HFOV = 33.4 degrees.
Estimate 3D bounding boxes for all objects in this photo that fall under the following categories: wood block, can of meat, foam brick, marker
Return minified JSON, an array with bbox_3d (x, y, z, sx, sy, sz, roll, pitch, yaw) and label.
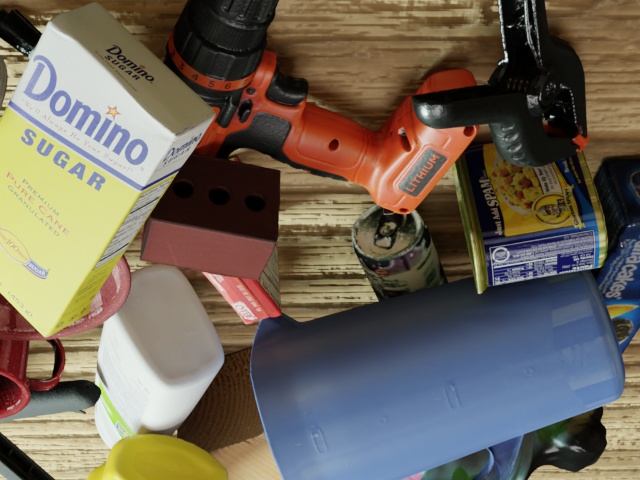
[{"bbox_3d":[-0.037,0.189,0.987,0.091,0.090,0.206,-21,140,21],"label":"wood block"},{"bbox_3d":[0.135,-0.022,0.701,0.084,0.102,0.057,-10,143,5],"label":"can of meat"},{"bbox_3d":[-0.066,-0.015,0.648,0.078,0.053,0.051,10,147,-13],"label":"foam brick"},{"bbox_3d":[-0.136,-0.089,0.610,0.121,0.020,0.020,39,132,-7],"label":"marker"}]

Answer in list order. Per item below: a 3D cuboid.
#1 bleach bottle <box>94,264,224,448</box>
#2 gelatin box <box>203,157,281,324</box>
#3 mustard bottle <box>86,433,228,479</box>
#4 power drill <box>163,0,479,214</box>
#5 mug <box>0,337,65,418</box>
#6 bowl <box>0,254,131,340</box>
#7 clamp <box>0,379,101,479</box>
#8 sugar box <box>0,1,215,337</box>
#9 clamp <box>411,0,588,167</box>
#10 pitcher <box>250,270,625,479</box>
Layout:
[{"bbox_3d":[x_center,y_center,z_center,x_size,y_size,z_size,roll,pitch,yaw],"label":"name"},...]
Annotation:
[{"bbox_3d":[-0.151,0.117,0.888,0.068,0.102,0.251,-24,164,-29],"label":"bleach bottle"},{"bbox_3d":[-0.055,0.001,0.725,0.030,0.089,0.073,-15,143,15],"label":"gelatin box"},{"bbox_3d":[-0.152,0.220,0.913,0.096,0.058,0.192,19,149,-16],"label":"mustard bottle"},{"bbox_3d":[-0.003,-0.088,0.637,0.187,0.057,0.185,14,145,-18],"label":"power drill"},{"bbox_3d":[-0.257,0.085,0.830,0.117,0.081,0.093,10,142,-18],"label":"mug"},{"bbox_3d":[-0.211,0.005,0.743,0.162,0.055,0.162,-2,142,-2],"label":"bowl"},{"bbox_3d":[-0.298,0.157,0.907,0.210,0.036,0.165,14,128,-5],"label":"clamp"},{"bbox_3d":[-0.140,-0.035,0.596,0.093,0.048,0.176,43,128,6],"label":"sugar box"},{"bbox_3d":[0.111,-0.085,0.617,0.039,0.120,0.171,28,168,41],"label":"clamp"},{"bbox_3d":[0.083,0.104,0.746,0.243,0.145,0.149,-18,141,5],"label":"pitcher"}]
